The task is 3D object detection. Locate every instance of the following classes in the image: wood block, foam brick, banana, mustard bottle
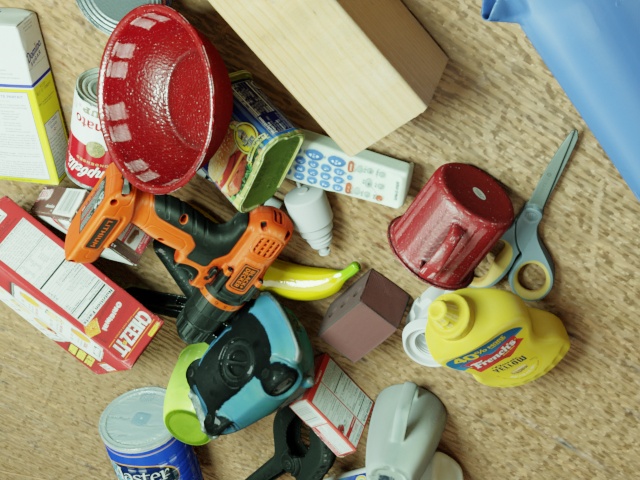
[{"bbox_3d":[-0.001,-0.182,0.868,0.090,0.090,0.206,-30,112,37],"label":"wood block"},{"bbox_3d":[0.043,0.077,1.083,0.051,0.053,0.078,38,131,-10],"label":"foam brick"},{"bbox_3d":[-0.058,0.019,1.093,0.198,0.037,0.070,18,113,6],"label":"banana"},{"bbox_3d":[0.151,0.085,0.977,0.096,0.058,0.191,-30,148,24],"label":"mustard bottle"}]

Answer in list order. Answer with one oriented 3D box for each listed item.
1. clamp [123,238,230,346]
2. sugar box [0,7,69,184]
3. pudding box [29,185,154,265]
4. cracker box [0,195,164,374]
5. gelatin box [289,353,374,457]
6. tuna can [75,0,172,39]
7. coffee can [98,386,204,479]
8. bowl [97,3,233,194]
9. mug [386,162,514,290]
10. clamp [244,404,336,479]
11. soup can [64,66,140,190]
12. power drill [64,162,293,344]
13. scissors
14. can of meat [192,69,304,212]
[{"bbox_3d":[-0.129,0.064,1.153,0.171,0.039,0.120,25,140,-1],"label":"clamp"},{"bbox_3d":[-0.309,-0.142,1.056,0.093,0.048,0.176,7,125,15],"label":"sugar box"},{"bbox_3d":[-0.235,-0.016,1.088,0.090,0.039,0.114,37,165,-32],"label":"pudding box"},{"bbox_3d":[-0.286,0.052,1.148,0.213,0.072,0.164,40,159,-13],"label":"cracker box"},{"bbox_3d":[0.013,0.180,1.165,0.030,0.073,0.089,-27,114,37],"label":"gelatin box"},{"bbox_3d":[-0.173,-0.223,0.942,0.086,0.033,0.086,11,130,14],"label":"tuna can"},{"bbox_3d":[-0.203,0.264,1.300,0.103,0.102,0.140,5,129,18],"label":"coffee can"},{"bbox_3d":[-0.126,-0.122,0.926,0.162,0.055,0.162,8,102,43],"label":"bowl"},{"bbox_3d":[0.115,-0.010,0.946,0.093,0.117,0.082,35,127,1],"label":"mug"},{"bbox_3d":[-0.019,0.263,1.223,0.165,0.036,0.210,39,123,36],"label":"clamp"},{"bbox_3d":[-0.207,-0.107,1.027,0.068,0.068,0.102,22,131,4],"label":"soup can"},{"bbox_3d":[-0.145,0.014,1.025,0.187,0.057,0.185,22,123,-27],"label":"power drill"},{"bbox_3d":[0.205,-0.011,0.973,0.096,0.016,0.202,33,132,-8],"label":"scissors"},{"bbox_3d":[-0.070,-0.088,0.973,0.084,0.057,0.102,47,135,18],"label":"can of meat"}]
